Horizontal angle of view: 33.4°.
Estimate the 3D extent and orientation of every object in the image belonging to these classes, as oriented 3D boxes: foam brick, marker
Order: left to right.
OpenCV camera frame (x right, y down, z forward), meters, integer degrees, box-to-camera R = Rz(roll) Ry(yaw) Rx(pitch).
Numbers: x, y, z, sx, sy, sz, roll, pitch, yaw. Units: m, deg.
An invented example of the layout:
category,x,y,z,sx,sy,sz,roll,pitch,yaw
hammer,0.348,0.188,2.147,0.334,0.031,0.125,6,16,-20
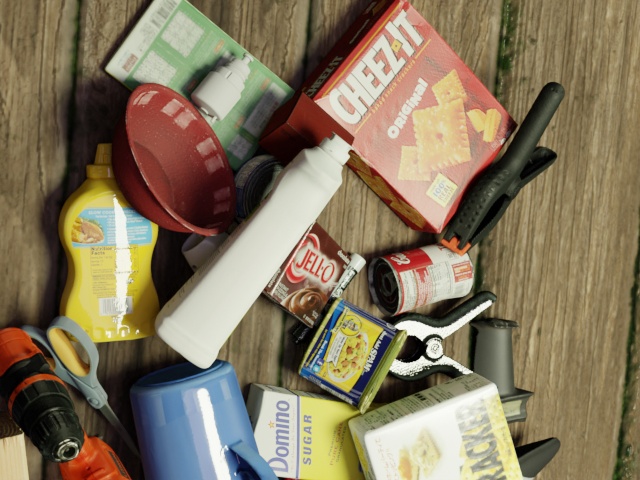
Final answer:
category,x,y,z,sx,sy,sz,roll,pitch,yaw
foam brick,-0.014,-0.103,1.095,0.078,0.053,0.051,41,48,-18
marker,0.008,0.066,1.184,0.020,0.020,0.121,43,77,-24

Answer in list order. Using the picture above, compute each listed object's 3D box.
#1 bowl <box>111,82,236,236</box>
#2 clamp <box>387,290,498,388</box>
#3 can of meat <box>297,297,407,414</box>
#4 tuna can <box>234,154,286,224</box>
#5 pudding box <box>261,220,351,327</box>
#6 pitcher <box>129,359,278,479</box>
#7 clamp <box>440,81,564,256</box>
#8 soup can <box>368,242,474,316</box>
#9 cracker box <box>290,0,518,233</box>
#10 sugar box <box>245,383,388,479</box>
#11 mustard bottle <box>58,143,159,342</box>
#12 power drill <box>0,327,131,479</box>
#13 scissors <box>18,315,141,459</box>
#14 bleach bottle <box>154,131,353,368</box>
category,x,y,z,sx,sy,sz,roll,pitch,yaw
bowl,-0.151,-0.069,1.035,0.162,0.055,0.162,44,32,-38
clamp,0.132,0.130,1.228,0.171,0.039,0.120,-11,89,-12
can of meat,0.034,0.124,1.163,0.084,0.057,0.102,28,81,12
tuna can,-0.053,-0.047,1.125,0.085,0.034,0.086,-10,107,-34
pudding box,-0.020,0.031,1.127,0.090,0.039,0.113,-59,151,-8
pitcher,-0.107,0.248,1.074,0.149,0.145,0.243,-13,95,-1
clamp,0.209,-0.073,1.199,0.209,0.036,0.164,-47,156,-19
soup can,0.114,0.042,1.206,0.102,0.069,0.068,-13,101,-25
cracker box,0.096,-0.137,1.175,0.213,0.072,0.164,44,76,-22
sugar box,-0.001,0.218,1.182,0.176,0.048,0.093,12,91,-28
mustard bottle,-0.208,0.001,1.049,0.096,0.058,0.191,-2,97,-23
power drill,-0.233,0.184,0.986,0.057,0.185,0.187,-31,129,-14
scissors,-0.242,0.148,1.064,0.016,0.096,0.202,-63,152,-43
bleach bottle,-0.057,0.001,1.028,0.068,0.102,0.251,39,93,-10
